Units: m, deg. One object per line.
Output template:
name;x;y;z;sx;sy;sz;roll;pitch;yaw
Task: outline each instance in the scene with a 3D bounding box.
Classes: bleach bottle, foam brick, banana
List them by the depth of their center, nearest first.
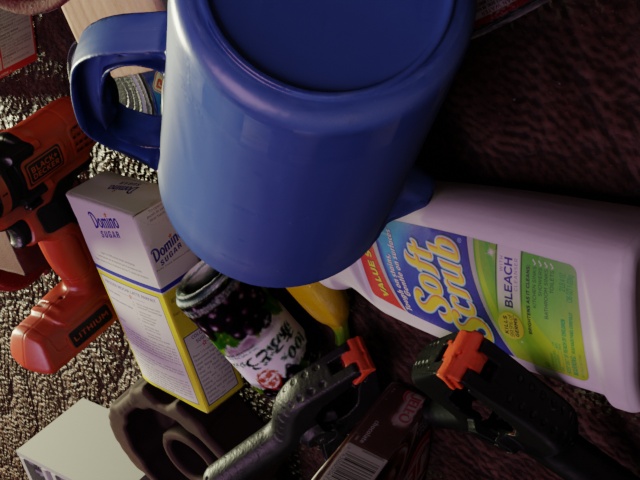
bleach bottle;0.075;0.017;0.606;0.251;0.067;0.102;11;119;42
banana;-0.045;-0.005;0.729;0.198;0.037;0.070;46;142;6
foam brick;-0.236;-0.016;0.879;0.053;0.078;0.051;10;127;43

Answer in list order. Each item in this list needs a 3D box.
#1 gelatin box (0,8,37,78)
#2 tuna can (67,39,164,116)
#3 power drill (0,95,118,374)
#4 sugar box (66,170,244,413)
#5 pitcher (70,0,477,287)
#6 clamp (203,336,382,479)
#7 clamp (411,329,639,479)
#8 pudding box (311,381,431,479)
gelatin box;-0.247;-0.159;0.775;0.030;0.073;0.089;29;137;25
tuna can;-0.134;-0.109;0.736;0.086;0.033;0.086;26;136;28
power drill;-0.221;0.008;0.801;0.057;0.184;0.187;20;136;33
sugar box;-0.122;0.038;0.802;0.093;0.048;0.176;17;131;44
pitcher;-0.021;-0.065;0.476;0.145;0.149;0.243;56;168;7
clamp;-0.015;0.131;0.758;0.039;0.120;0.172;56;144;31
clamp;0.098;0.097;0.607;0.165;0.036;0.209;19;163;38
pudding box;0.035;0.165;0.727;0.039;0.113;0.090;24;136;26
